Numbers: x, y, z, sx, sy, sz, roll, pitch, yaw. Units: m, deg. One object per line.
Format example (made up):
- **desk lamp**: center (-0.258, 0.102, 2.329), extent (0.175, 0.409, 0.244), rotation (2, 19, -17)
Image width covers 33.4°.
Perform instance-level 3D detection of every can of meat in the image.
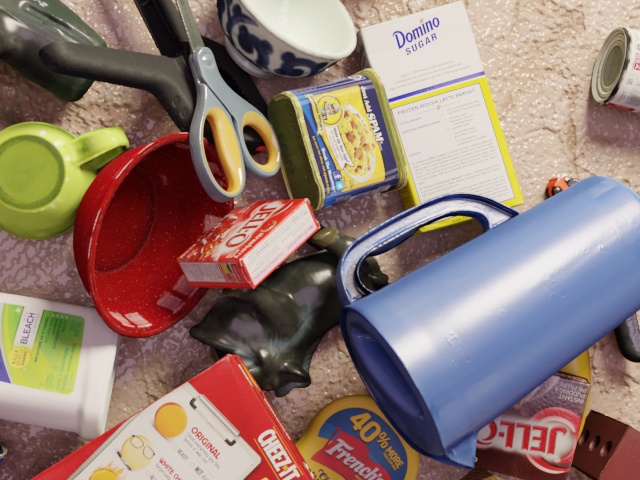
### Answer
- **can of meat**: center (0.012, -0.078, 0.854), extent (0.083, 0.058, 0.102), rotation (-17, 93, -29)

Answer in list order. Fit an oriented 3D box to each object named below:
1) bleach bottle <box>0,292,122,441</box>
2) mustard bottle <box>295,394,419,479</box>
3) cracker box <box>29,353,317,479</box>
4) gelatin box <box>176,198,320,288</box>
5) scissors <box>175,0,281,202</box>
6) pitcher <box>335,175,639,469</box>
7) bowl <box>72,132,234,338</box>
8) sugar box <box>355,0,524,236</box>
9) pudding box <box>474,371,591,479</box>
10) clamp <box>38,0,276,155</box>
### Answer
- **bleach bottle**: center (-0.283, 0.085, 0.811), extent (0.250, 0.068, 0.102), rotation (9, 59, -7)
- **mustard bottle**: center (0.022, 0.181, 0.857), extent (0.191, 0.058, 0.096), rotation (-38, 85, -17)
- **cracker box**: center (-0.109, 0.206, 0.773), extent (0.213, 0.072, 0.164), rotation (-32, 85, -1)
- **gelatin box**: center (-0.055, 0.001, 0.824), extent (0.089, 0.073, 0.030), rotation (-44, 120, -37)
- **scissors**: center (-0.075, -0.127, 0.820), extent (0.096, 0.016, 0.202), rotation (2, 76, -48)
- **pitcher**: center (0.139, 0.042, 0.814), extent (0.242, 0.145, 0.149), rotation (-31, 126, -15)
- **bowl**: center (-0.137, -0.009, 0.819), extent (0.055, 0.162, 0.162), rotation (19, 86, 30)
- **sugar box**: center (0.097, -0.100, 0.886), extent (0.093, 0.048, 0.176), rotation (-16, 88, -8)
- **pudding box**: center (0.156, 0.145, 0.877), extent (0.113, 0.039, 0.090), rotation (13, 95, 11)
- **clamp**: center (-0.111, -0.145, 0.832), extent (0.209, 0.036, 0.164), rotation (33, 48, -33)
